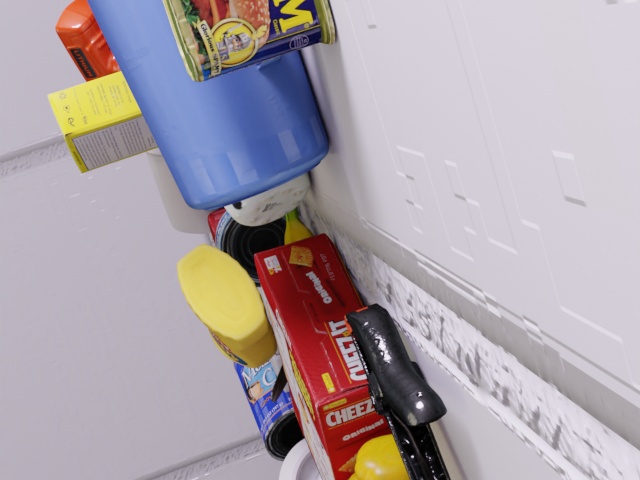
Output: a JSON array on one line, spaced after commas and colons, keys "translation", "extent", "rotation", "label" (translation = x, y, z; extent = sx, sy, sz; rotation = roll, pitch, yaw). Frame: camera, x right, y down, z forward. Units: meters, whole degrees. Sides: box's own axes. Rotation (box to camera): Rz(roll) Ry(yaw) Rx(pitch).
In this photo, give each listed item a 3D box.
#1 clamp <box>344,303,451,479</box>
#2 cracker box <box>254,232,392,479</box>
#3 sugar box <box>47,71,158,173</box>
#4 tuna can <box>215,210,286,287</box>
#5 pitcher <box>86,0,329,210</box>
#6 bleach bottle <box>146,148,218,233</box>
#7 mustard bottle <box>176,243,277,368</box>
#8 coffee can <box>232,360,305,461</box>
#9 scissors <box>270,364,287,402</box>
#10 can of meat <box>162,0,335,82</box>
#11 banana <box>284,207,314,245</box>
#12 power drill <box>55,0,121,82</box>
[{"translation": [0.051, 0.094, 0.694], "extent": [0.120, 0.039, 0.171], "rotation": [86, 163, -45], "label": "clamp"}, {"translation": [0.016, 0.125, 0.889], "extent": [0.214, 0.072, 0.164], "rotation": [79, 169, -46], "label": "cracker box"}, {"translation": [-0.123, -0.113, 0.863], "extent": [0.093, 0.176, 0.048], "rotation": [105, 143, -76], "label": "sugar box"}, {"translation": [-0.057, 0.001, 1.028], "extent": [0.034, 0.086, 0.086], "rotation": [-137, 28, -71], "label": "tuna can"}, {"translation": [-0.078, -0.150, 0.707], "extent": [0.149, 0.145, 0.243], "rotation": [-84, -28, -79], "label": "pitcher"}, {"translation": [-0.141, -0.099, 1.073], "extent": [0.251, 0.068, 0.102], "rotation": [81, -168, -66], "label": "bleach bottle"}, {"translation": [-0.081, 0.073, 1.006], "extent": [0.096, 0.058, 0.191], "rotation": [47, 170, 16], "label": "mustard bottle"}, {"translation": [-0.039, 0.181, 1.292], "extent": [0.140, 0.102, 0.103], "rotation": [-118, 11, -45], "label": "coffee can"}, {"translation": [-0.027, 0.090, 1.055], "extent": [0.201, 0.016, 0.096], "rotation": [-25, -73, -76], "label": "scissors"}, {"translation": [-0.048, -0.148, 0.598], "extent": [0.057, 0.084, 0.102], "rotation": [-127, 19, -66], "label": "can of meat"}, {"translation": [-0.001, 0.061, 0.991], "extent": [0.069, 0.037, 0.198], "rotation": [-77, -22, -58], "label": "banana"}, {"translation": [-0.179, -0.200, 1.092], "extent": [0.188, 0.057, 0.184], "rotation": [15, 148, 30], "label": "power drill"}]
